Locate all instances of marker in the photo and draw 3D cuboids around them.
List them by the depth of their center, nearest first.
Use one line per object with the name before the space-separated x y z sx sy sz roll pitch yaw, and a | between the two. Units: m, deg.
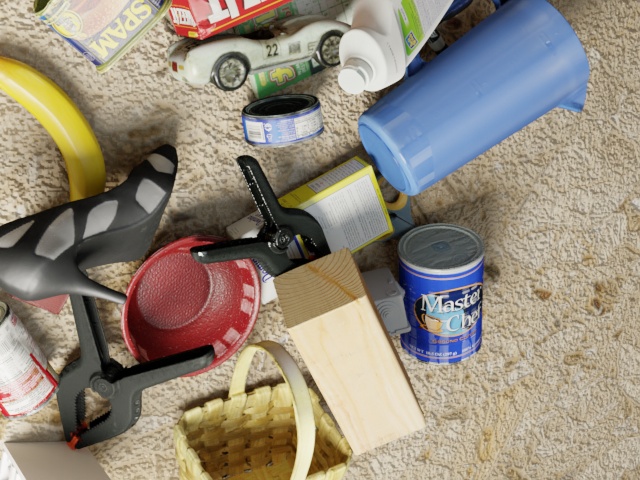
marker | 0.120 -0.244 1.219 0.020 0.020 0.121 -49 125 -7

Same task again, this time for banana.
banana | -0.254 -0.099 1.032 0.069 0.037 0.198 -31 121 -21

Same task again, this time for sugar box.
sugar box | -0.011 -0.013 1.200 0.176 0.048 0.093 -27 120 -10

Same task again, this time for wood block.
wood block | 0.034 0.122 1.151 0.090 0.091 0.206 -23 126 3

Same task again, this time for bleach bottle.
bleach bottle | 0.077 -0.241 1.095 0.102 0.068 0.250 61 43 -32

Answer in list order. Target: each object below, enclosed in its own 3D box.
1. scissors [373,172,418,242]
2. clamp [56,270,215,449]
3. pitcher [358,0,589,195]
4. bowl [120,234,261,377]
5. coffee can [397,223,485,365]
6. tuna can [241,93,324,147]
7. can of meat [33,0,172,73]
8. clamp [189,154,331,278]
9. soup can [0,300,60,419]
scissors | 0.117 -0.025 1.301 0.201 0.016 0.096 12 102 -34
clamp | -0.224 0.133 1.098 0.164 0.036 0.210 38 120 -4
pitcher | 0.159 -0.166 1.181 0.242 0.149 0.145 -35 133 -8
bowl | -0.147 0.063 1.148 0.161 0.055 0.162 -11 113 -28
coffee can | 0.145 0.065 1.287 0.102 0.103 0.140 -21 126 -24
tuna can | -0.040 -0.127 1.124 0.086 0.086 0.034 -19 115 -25
can of meat | -0.203 -0.222 0.993 0.102 0.057 0.083 -40 124 15
clamp | -0.057 0.001 1.128 0.171 0.039 0.120 40 86 -33
soup can | -0.313 0.119 1.059 0.068 0.069 0.102 -36 122 -16
